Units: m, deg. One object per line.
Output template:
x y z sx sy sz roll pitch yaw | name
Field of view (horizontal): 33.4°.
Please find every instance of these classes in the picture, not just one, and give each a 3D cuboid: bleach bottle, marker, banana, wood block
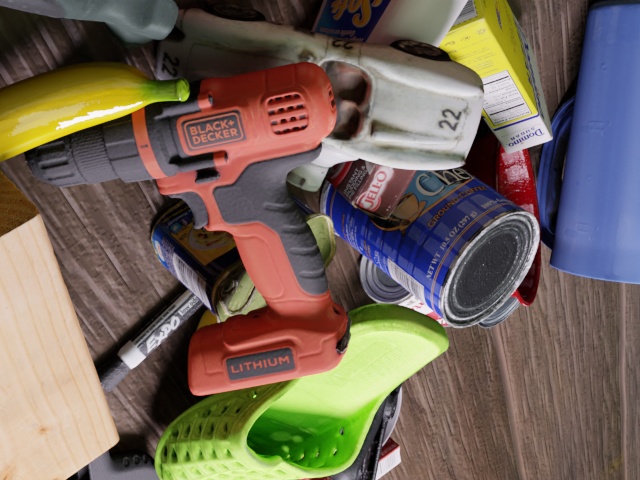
0.043 -0.143 0.699 0.067 0.103 0.251 10 114 -41 | bleach bottle
-0.120 0.066 0.781 0.121 0.020 0.020 -44 144 -10 | marker
-0.168 -0.056 0.551 0.197 0.070 0.037 -28 111 -25 | banana
-0.197 0.057 0.628 0.090 0.091 0.206 -32 140 -24 | wood block

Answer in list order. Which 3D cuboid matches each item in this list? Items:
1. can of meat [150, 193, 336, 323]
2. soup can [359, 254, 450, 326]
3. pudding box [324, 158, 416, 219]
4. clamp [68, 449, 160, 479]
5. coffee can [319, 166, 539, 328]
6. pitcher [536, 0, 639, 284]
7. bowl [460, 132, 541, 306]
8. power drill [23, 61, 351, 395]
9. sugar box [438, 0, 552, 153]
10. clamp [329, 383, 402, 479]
-0.055 0.001 0.738 0.102 0.084 0.057 -35 142 -21 | can of meat
0.088 0.033 0.936 0.102 0.069 0.068 23 103 -53 | soup can
0.044 -0.083 0.761 0.039 0.090 0.113 24 104 -33 | pudding box
-0.186 0.202 0.812 0.164 0.036 0.210 -48 147 -7 | clamp
0.082 -0.014 0.825 0.102 0.140 0.103 -28 139 -28 | coffee can
0.272 -0.087 0.943 0.145 0.149 0.243 -33 127 -78 | pitcher
0.148 -0.022 0.923 0.161 0.055 0.162 -5 90 -67 | bowl
-0.067 -0.003 0.636 0.184 0.057 0.187 -10 112 11 | power drill
0.124 -0.146 0.792 0.048 0.093 0.176 -18 151 23 | sugar box
0.043 0.138 0.895 0.120 0.039 0.171 70 33 -73 | clamp
